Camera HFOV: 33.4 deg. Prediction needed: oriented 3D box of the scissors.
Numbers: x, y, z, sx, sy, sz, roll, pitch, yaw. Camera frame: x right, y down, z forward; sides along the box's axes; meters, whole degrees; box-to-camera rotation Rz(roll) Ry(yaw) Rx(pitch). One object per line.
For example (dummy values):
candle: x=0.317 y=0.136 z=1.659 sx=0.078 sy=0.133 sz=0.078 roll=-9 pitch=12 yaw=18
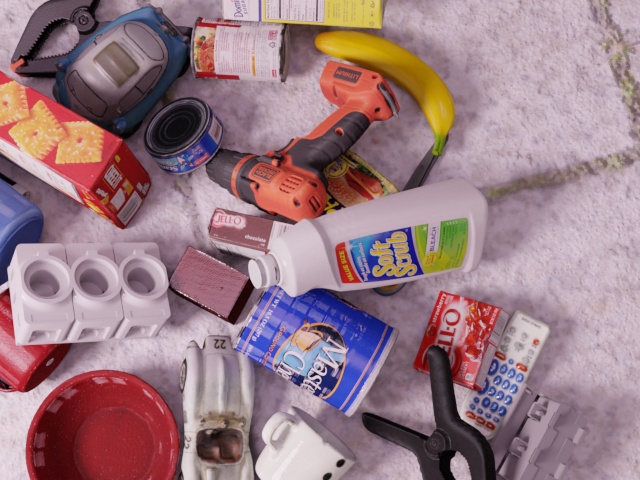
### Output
scissors: x=0.098 y=-0.022 z=1.162 sx=0.201 sy=0.016 sz=0.096 roll=-43 pitch=76 yaw=-4

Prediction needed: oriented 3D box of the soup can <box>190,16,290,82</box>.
soup can: x=-0.088 y=-0.212 z=1.190 sx=0.102 sy=0.068 sz=0.068 roll=4 pitch=79 yaw=4

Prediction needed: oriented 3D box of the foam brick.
foam brick: x=-0.117 y=0.048 z=1.146 sx=0.078 sy=0.053 sz=0.051 roll=27 pitch=81 yaw=9

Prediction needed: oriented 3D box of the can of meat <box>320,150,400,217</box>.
can of meat: x=0.031 y=-0.039 z=1.142 sx=0.084 sy=0.057 sz=0.102 roll=-43 pitch=59 yaw=-8

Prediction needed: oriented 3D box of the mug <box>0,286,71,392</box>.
mug: x=-0.324 y=0.116 z=1.135 sx=0.081 sy=0.093 sz=0.117 roll=38 pitch=114 yaw=6

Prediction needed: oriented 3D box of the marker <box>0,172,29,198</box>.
marker: x=-0.383 y=-0.080 z=1.208 sx=0.121 sy=0.020 sz=0.020 roll=32 pitch=82 yaw=10

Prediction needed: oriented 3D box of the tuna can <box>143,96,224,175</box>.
tuna can: x=-0.151 y=-0.116 z=1.173 sx=0.086 sy=0.033 sz=0.086 roll=-14 pitch=52 yaw=18

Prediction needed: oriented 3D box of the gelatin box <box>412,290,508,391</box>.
gelatin box: x=0.145 y=0.104 z=1.113 sx=0.073 sy=0.030 sz=0.089 roll=15 pitch=78 yaw=34

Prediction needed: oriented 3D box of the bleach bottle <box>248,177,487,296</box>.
bleach bottle: x=0.046 y=0.010 z=1.069 sx=0.250 sy=0.103 sz=0.068 roll=-15 pitch=40 yaw=-25

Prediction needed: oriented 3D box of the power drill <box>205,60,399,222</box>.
power drill: x=-0.019 y=-0.109 z=1.146 sx=0.185 sy=0.057 sz=0.187 roll=25 pitch=69 yaw=45

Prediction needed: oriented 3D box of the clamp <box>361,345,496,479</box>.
clamp: x=0.125 y=0.192 z=1.065 sx=0.172 sy=0.039 sz=0.120 roll=44 pitch=114 yaw=31

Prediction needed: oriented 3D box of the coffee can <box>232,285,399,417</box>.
coffee can: x=-0.005 y=0.101 z=1.092 sx=0.140 sy=0.103 sz=0.103 roll=30 pitch=82 yaw=2

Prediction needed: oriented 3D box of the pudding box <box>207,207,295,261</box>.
pudding box: x=-0.057 y=0.001 z=1.132 sx=0.113 sy=0.090 sz=0.039 roll=15 pitch=81 yaw=6

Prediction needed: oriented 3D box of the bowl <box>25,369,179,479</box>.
bowl: x=-0.222 y=0.218 z=1.116 sx=0.162 sy=0.055 sz=0.162 roll=-1 pitch=78 yaw=4

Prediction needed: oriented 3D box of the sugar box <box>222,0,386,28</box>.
sugar box: x=-0.015 y=-0.275 z=1.188 sx=0.176 sy=0.048 sz=0.093 roll=3 pitch=34 yaw=7

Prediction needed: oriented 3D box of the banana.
banana: x=0.083 y=-0.182 z=1.183 sx=0.069 sy=0.037 sz=0.198 roll=-42 pitch=75 yaw=-19

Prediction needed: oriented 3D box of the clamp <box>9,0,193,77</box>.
clamp: x=-0.258 y=-0.244 z=1.225 sx=0.210 sy=0.036 sz=0.164 roll=-40 pitch=85 yaw=-1

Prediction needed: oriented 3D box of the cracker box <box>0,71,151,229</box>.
cracker box: x=-0.295 y=-0.108 z=1.134 sx=0.214 sy=0.164 sz=0.072 roll=31 pitch=80 yaw=9
